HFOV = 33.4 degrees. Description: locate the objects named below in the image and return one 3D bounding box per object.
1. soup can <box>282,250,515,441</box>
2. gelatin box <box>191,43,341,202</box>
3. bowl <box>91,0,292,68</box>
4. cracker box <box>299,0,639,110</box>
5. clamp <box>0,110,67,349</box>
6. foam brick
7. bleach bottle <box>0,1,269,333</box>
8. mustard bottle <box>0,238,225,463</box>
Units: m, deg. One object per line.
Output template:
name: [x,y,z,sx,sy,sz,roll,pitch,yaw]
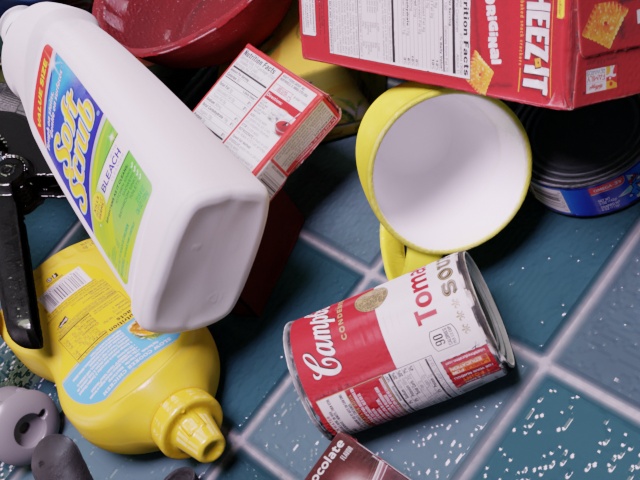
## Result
soup can: [0.041,0.055,0.553,0.102,0.068,0.068,-24,48,14]
gelatin box: [-0.042,-0.064,0.639,0.089,0.030,0.073,-50,54,-2]
bowl: [-0.070,-0.167,0.701,0.162,0.055,0.162,-18,50,23]
cracker box: [0.112,-0.129,0.565,0.163,0.072,0.214,-16,22,-30]
clamp: [-0.187,-0.038,0.692,0.210,0.036,0.164,35,61,28]
foam brick: [-0.054,0.001,0.663,0.053,0.051,0.078,6,61,34]
bleach bottle: [-0.130,-0.062,0.635,0.251,0.067,0.103,46,127,35]
mustard bottle: [-0.116,0.073,0.642,0.096,0.058,0.192,-39,45,-16]
